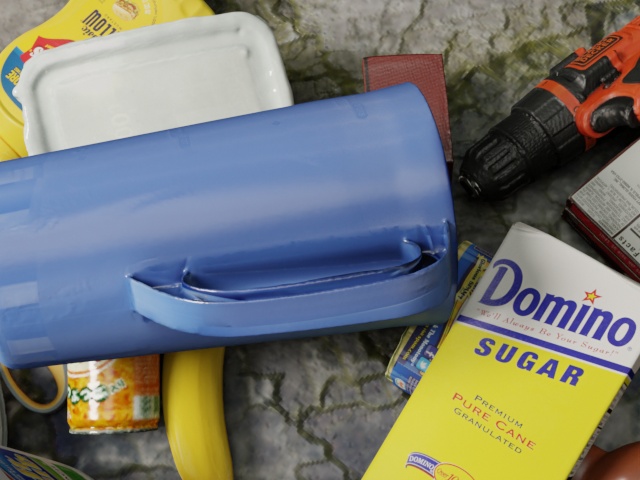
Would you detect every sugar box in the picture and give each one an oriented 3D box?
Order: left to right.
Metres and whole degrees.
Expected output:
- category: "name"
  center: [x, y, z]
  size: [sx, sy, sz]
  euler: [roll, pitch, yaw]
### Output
- category: "sugar box"
  center: [0.101, 0.087, 0.566]
  size: [0.093, 0.048, 0.176]
  euler: [30, 92, 22]

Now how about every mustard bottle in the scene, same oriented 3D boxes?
- category: "mustard bottle"
  center: [-0.164, -0.107, 0.714]
  size: [0.096, 0.058, 0.191]
  euler: [42, 80, 10]

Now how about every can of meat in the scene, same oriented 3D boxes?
- category: "can of meat"
  center: [0.098, 0.062, 0.633]
  size: [0.084, 0.057, 0.102]
  euler: [30, 76, 16]

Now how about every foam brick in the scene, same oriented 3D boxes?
- category: "foam brick"
  center: [0.056, -0.074, 0.686]
  size: [0.051, 0.053, 0.078]
  euler: [-5, 72, 4]

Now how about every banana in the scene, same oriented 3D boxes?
- category: "banana"
  center: [-0.062, 0.065, 0.656]
  size: [0.070, 0.037, 0.197]
  euler: [13, 73, 10]

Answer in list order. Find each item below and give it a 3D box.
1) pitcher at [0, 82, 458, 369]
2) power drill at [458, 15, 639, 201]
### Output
- category: "pitcher"
  center: [-0.054, 0.001, 0.557]
  size: [0.242, 0.149, 0.145]
  euler: [-9, 71, -8]
- category: "power drill"
  center: [0.186, -0.072, 0.613]
  size: [0.184, 0.188, 0.057]
  euler: [-38, 114, -8]
